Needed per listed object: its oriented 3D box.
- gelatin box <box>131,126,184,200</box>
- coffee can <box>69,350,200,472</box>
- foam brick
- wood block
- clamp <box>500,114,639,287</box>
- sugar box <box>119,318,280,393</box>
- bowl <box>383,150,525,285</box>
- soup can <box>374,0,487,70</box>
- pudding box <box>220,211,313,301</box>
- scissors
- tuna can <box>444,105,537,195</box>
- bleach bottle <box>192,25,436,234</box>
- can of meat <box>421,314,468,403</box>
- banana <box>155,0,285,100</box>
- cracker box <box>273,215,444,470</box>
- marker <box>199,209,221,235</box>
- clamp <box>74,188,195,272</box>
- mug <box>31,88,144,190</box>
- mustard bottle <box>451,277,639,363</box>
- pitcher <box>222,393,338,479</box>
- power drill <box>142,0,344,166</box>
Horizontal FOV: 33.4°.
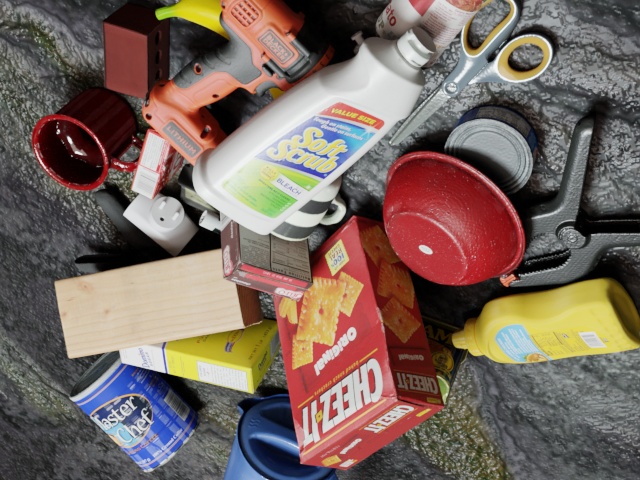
[{"bbox_3d":[-0.165,-0.098,1.143,0.030,0.073,0.089,27,130,3],"label":"gelatin box"},{"bbox_3d":[-0.240,0.215,1.385,0.103,0.102,0.140,-31,107,37],"label":"coffee can"},{"bbox_3d":[-0.189,-0.195,1.098,0.051,0.053,0.078,17,130,13],"label":"foam brick"},{"bbox_3d":[-0.180,0.069,1.202,0.206,0.090,0.090,-11,88,11],"label":"wood block"},{"bbox_3d":[0.243,-0.022,1.032,0.164,0.036,0.210,46,132,-13],"label":"clamp"},{"bbox_3d":[-0.144,0.122,1.279,0.176,0.093,0.048,12,127,16],"label":"sugar box"},{"bbox_3d":[0.119,-0.009,1.057,0.162,0.055,0.162,29,146,21],"label":"bowl"},{"bbox_3d":[0.102,-0.209,0.943,0.068,0.068,0.102,38,131,-5],"label":"soup can"},{"bbox_3d":[-0.057,0.001,1.122,0.089,0.113,0.039,19,136,-28],"label":"pudding box"},{"bbox_3d":[0.145,-0.143,1.005,0.096,0.016,0.202,29,131,3],"label":"scissors"},{"bbox_3d":[0.164,-0.086,1.025,0.086,0.033,0.086,12,128,16],"label":"tuna can"},{"bbox_3d":[-0.001,-0.108,0.966,0.102,0.068,0.251,34,126,-26],"label":"bleach bottle"},{"bbox_3d":[0.105,0.130,1.177,0.102,0.083,0.057,19,130,11],"label":"can of meat"},{"bbox_3d":[-0.067,-0.184,1.057,0.197,0.037,0.070,41,127,-13],"label":"banana"},{"bbox_3d":[0.030,0.107,1.115,0.072,0.214,0.164,14,140,-34],"label":"cracker box"},{"bbox_3d":[-0.078,0.000,1.187,0.121,0.020,0.020,27,133,-19],"label":"marker"},{"bbox_3d":[-0.214,0.024,1.275,0.171,0.039,0.120,34,129,-2],"label":"clamp"},{"bbox_3d":[-0.243,-0.110,1.164,0.117,0.081,0.093,21,130,10],"label":"mug"},{"bbox_3d":[0.225,0.090,1.105,0.192,0.058,0.096,-14,142,33],"label":"mustard bottle"},{"bbox_3d":[-0.059,0.324,1.363,0.145,0.149,0.243,9,135,-12],"label":"pitcher"},{"bbox_3d":[-0.065,-0.141,1.028,0.188,0.057,0.184,-34,111,31],"label":"power drill"}]
